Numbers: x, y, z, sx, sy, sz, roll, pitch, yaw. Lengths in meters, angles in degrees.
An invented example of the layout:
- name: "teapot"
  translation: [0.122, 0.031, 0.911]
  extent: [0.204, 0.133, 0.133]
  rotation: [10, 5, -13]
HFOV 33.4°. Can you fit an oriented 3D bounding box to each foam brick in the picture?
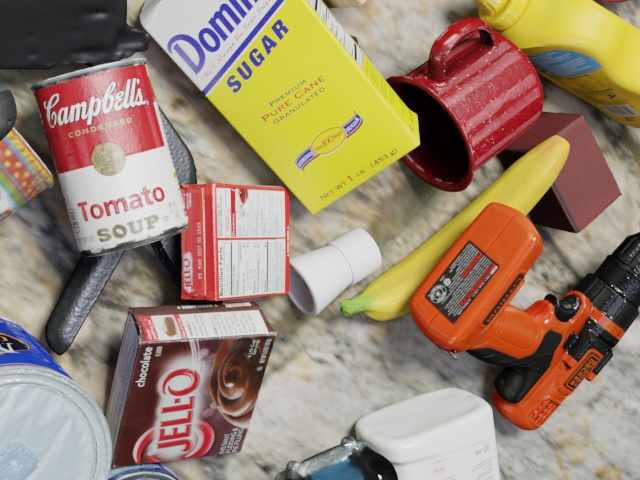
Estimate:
- name: "foam brick"
  translation: [0.181, -0.053, 0.813]
  extent: [0.051, 0.053, 0.078]
  rotation: [-40, 114, -16]

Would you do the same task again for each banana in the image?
- name: "banana"
  translation: [0.101, 0.000, 0.768]
  extent: [0.198, 0.069, 0.037]
  rotation: [-40, 81, -1]

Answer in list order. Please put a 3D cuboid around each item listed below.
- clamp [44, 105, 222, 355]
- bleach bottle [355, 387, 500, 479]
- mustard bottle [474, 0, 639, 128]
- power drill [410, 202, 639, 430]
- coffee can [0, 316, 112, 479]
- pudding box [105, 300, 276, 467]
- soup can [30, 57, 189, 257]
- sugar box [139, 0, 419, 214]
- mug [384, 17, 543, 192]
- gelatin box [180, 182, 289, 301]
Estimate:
- name: "clamp"
  translation: [-0.108, -0.009, 0.685]
  extent: [0.120, 0.039, 0.171]
  rotation: [6, 96, -35]
- name: "bleach bottle"
  translation: [0.094, 0.245, 0.813]
  extent: [0.102, 0.068, 0.251]
  rotation: [-16, 107, -24]
- name: "mustard bottle"
  translation: [0.184, -0.143, 0.775]
  extent: [0.191, 0.096, 0.058]
  rotation: [23, 88, -27]
- name: "power drill"
  translation: [0.164, 0.044, 0.777]
  extent: [0.187, 0.057, 0.184]
  rotation: [32, 97, -44]
- name: "coffee can"
  translation: [-0.187, 0.105, 0.606]
  extent: [0.102, 0.140, 0.103]
  rotation: [-4, 100, -26]
- name: "pudding box"
  translation: [-0.086, 0.093, 0.687]
  extent: [0.089, 0.039, 0.114]
  rotation: [-2, 126, -27]
- name: "soup can"
  translation: [-0.121, -0.048, 0.619]
  extent: [0.068, 0.069, 0.102]
  rotation: [-17, 98, -23]
- name: "sugar box"
  translation: [-0.023, -0.108, 0.684]
  extent: [0.093, 0.048, 0.176]
  rotation: [-34, 118, 20]
- name: "mug"
  translation: [0.098, -0.102, 0.738]
  extent: [0.081, 0.093, 0.117]
  rotation: [-37, 140, -22]
- name: "gelatin box"
  translation: [-0.055, 0.001, 0.690]
  extent: [0.089, 0.030, 0.073]
  rotation: [-1, 90, -59]
